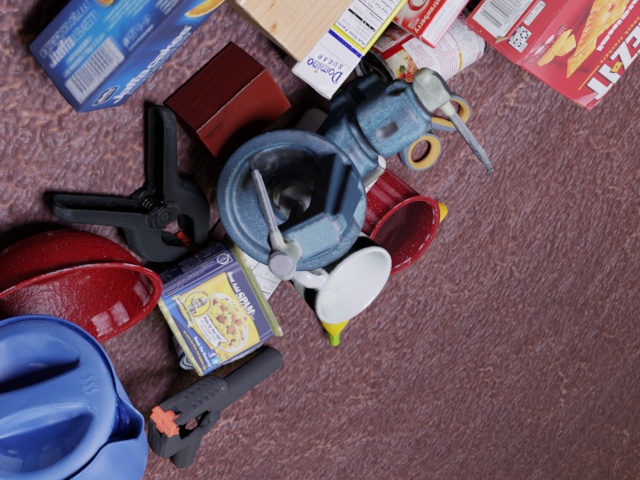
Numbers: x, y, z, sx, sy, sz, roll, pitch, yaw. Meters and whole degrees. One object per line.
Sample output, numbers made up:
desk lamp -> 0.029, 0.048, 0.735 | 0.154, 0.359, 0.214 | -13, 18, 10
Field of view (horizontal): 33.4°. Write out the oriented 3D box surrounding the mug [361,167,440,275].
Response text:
mug -> 0.053, -0.016, 1.051 | 0.093, 0.082, 0.117 | -11, 131, -38

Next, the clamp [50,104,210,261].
clamp -> -0.147, -0.025, 0.883 | 0.120, 0.039, 0.171 | -33, 143, -9

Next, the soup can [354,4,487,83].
soup can -> 0.089, -0.168, 0.955 | 0.102, 0.069, 0.068 | -35, 142, -16

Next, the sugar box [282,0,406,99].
sugar box -> 0.041, -0.198, 0.856 | 0.048, 0.093, 0.176 | 34, 99, -13

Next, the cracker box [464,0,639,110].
cracker box -> 0.238, -0.212, 0.936 | 0.164, 0.072, 0.213 | -51, 154, 16

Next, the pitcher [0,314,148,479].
pitcher -> -0.222, 0.154, 0.872 | 0.145, 0.149, 0.243 | -34, 163, -12

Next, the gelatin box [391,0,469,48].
gelatin box -> 0.093, -0.219, 0.904 | 0.089, 0.073, 0.030 | -54, 143, 11

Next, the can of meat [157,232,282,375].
can of meat -> -0.093, 0.058, 0.932 | 0.084, 0.057, 0.102 | -29, 119, -9

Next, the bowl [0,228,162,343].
bowl -> -0.209, 0.037, 0.840 | 0.162, 0.055, 0.162 | -19, 158, -8

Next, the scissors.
scissors -> 0.069, -0.107, 1.036 | 0.201, 0.016, 0.096 | -8, 129, -40

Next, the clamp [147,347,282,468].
clamp -> -0.111, 0.162, 1.046 | 0.164, 0.036, 0.210 | -47, 167, -2

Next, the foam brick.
foam brick -> -0.075, -0.110, 0.862 | 0.078, 0.051, 0.053 | -42, 143, -6
